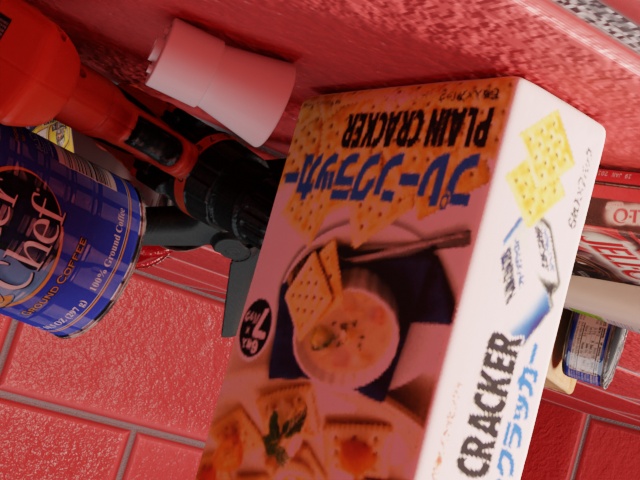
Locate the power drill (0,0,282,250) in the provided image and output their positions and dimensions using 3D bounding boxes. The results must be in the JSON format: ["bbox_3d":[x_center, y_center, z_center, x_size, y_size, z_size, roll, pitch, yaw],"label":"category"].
[{"bbox_3d":[-0.106,-0.060,0.568,0.185,0.057,0.187,30,179,36],"label":"power drill"}]

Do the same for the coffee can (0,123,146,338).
[{"bbox_3d":[-0.183,-0.016,0.588,0.140,0.103,0.103,29,167,-39],"label":"coffee can"}]

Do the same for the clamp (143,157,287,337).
[{"bbox_3d":[-0.055,0.001,0.750,0.210,0.036,0.164,-22,134,32],"label":"clamp"}]
